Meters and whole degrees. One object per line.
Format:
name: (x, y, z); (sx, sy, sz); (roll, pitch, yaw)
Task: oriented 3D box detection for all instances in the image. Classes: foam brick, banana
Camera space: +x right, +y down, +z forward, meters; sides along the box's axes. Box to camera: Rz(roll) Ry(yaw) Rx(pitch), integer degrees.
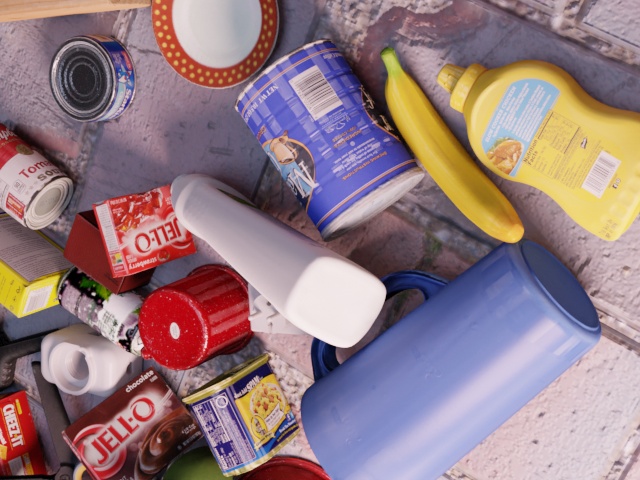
foam brick: (-0.208, 0.010, 1.068); (0.078, 0.051, 0.053); (34, 115, 18)
banana: (0.103, -0.068, 0.875); (0.037, 0.069, 0.198); (-36, 69, 5)

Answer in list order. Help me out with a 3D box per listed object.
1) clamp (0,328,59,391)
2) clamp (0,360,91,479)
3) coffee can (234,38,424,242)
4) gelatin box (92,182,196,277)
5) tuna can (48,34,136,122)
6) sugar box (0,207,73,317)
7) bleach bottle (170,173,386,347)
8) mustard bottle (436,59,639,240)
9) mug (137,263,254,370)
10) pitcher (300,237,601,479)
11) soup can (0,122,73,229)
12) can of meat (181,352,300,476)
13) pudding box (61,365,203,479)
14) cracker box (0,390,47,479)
clamp: (-0.352, 0.120, 1.174); (0.120, 0.039, 0.172); (39, 121, 20)
clamp: (-0.268, 0.238, 1.128); (0.210, 0.036, 0.164); (30, 86, -5)
coffee can: (0.007, -0.084, 0.907); (0.103, 0.102, 0.140); (-38, 82, 28)
gelatin box: (-0.166, -0.011, 1.020); (0.030, 0.089, 0.073); (-11, 95, 44)
tuna can: (-0.226, -0.160, 1.052); (0.086, 0.033, 0.086); (6, 103, 26)
sugar box: (-0.339, 0.006, 1.112); (0.176, 0.093, 0.048); (33, 113, 19)
bleach bottle: (-0.056, 0.001, 0.945); (0.251, 0.102, 0.068); (35, 94, 47)
mustard bottle: (0.175, -0.087, 0.844); (0.192, 0.058, 0.096); (33, 118, 18)
mug: (-0.128, 0.081, 1.024); (0.117, 0.081, 0.093); (-33, 85, 29)
pitcher: (0.102, 0.101, 0.888); (0.149, 0.145, 0.243); (40, 115, -16)
soup can: (-0.313, -0.066, 1.098); (0.102, 0.068, 0.069); (37, 115, 16)
can of meat: (-0.071, 0.163, 1.001); (0.058, 0.102, 0.084); (-27, 90, 28)
pudding box: (-0.186, 0.195, 1.065); (0.090, 0.113, 0.039); (50, 158, 9)
cracker box: (-0.410, 0.269, 1.216); (0.214, 0.072, 0.164); (-13, 93, 30)
